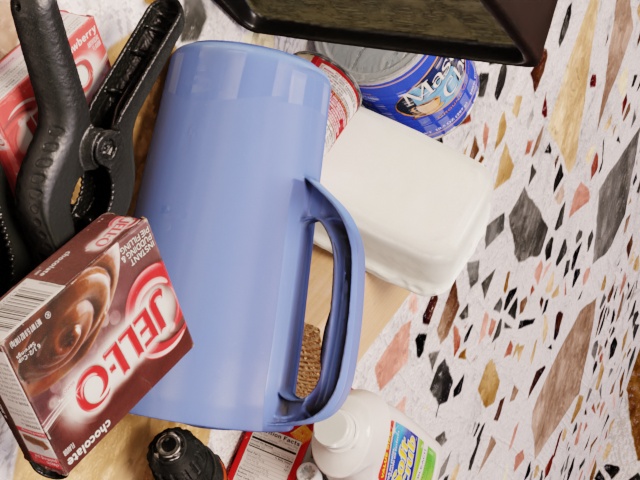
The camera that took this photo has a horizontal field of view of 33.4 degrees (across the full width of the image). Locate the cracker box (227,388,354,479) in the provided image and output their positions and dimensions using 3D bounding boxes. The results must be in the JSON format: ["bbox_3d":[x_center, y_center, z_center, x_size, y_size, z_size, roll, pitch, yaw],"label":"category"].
[{"bbox_3d":[-0.027,0.232,0.984,0.213,0.072,0.164,-67,154,-13],"label":"cracker box"}]

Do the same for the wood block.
[{"bbox_3d":[0.016,0.032,0.927,0.205,0.090,0.091,-49,145,-40],"label":"wood block"}]

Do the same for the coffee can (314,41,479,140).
[{"bbox_3d":[0.068,-0.154,0.900,0.140,0.103,0.103,34,75,-63],"label":"coffee can"}]

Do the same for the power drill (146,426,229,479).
[{"bbox_3d":[-0.073,0.243,0.795,0.057,0.188,0.184,-20,149,-3],"label":"power drill"}]

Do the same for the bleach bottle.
[{"bbox_3d":[0.043,0.192,0.929,0.102,0.068,0.250,-69,156,-12],"label":"bleach bottle"}]

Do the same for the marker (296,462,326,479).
[{"bbox_3d":[0.005,0.225,0.937,0.020,0.020,0.121,-61,150,-22],"label":"marker"}]

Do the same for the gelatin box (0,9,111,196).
[{"bbox_3d":[-0.153,-0.075,0.604,0.089,0.030,0.073,-54,148,-34],"label":"gelatin box"}]

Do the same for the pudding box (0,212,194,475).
[{"bbox_3d":[-0.124,0.052,0.567,0.113,0.039,0.090,-45,131,-38],"label":"pudding box"}]

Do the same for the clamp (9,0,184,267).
[{"bbox_3d":[-0.133,-0.060,0.575,0.120,0.039,0.171,8,98,-55],"label":"clamp"}]

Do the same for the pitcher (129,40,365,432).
[{"bbox_3d":[-0.055,0.001,0.693,0.145,0.149,0.243,179,-78,-73],"label":"pitcher"}]
